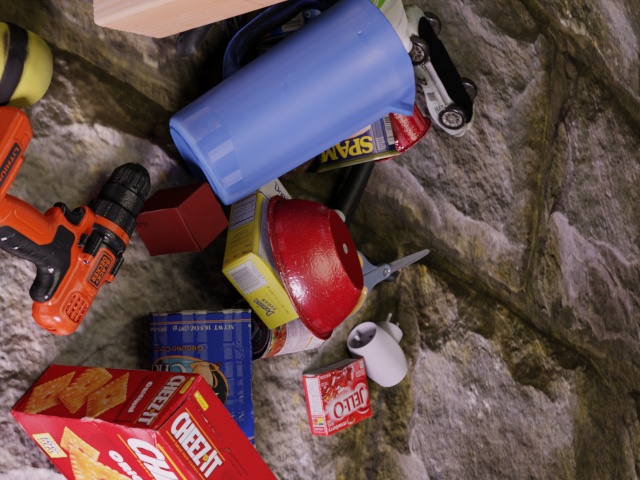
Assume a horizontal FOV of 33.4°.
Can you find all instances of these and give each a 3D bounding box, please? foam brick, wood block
[{"bbox_3d":[-0.141,-0.021,1.067,0.051,0.078,0.053,-45,118,-40],"label":"foam brick"},{"bbox_3d":[-0.119,-0.263,1.022,0.090,0.207,0.090,1,85,-49],"label":"wood block"}]

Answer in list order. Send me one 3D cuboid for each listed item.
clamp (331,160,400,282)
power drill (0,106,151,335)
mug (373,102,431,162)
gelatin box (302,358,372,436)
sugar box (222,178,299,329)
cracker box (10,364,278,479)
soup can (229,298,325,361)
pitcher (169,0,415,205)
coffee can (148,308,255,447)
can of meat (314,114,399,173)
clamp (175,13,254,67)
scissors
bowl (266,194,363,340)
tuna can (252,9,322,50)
[{"bbox_3d":[0.022,0.013,1.281,0.209,0.036,0.164,-38,116,-41],"label":"clamp"},{"bbox_3d":[-0.238,-0.033,0.951,0.187,0.057,0.184,51,53,-44],"label":"power drill"},{"bbox_3d":[0.079,-0.163,1.338,0.081,0.093,0.117,55,18,-23],"label":"mug"},{"bbox_3d":[0.022,0.185,1.267,0.089,0.030,0.073,-13,95,-49],"label":"gelatin box"},{"bbox_3d":[-0.058,0.002,1.132,0.093,0.048,0.176,55,18,-30],"label":"sugar box"},{"bbox_3d":[-0.149,0.190,0.930,0.072,0.214,0.164,-52,123,-34],"label":"cracker box"},{"bbox_3d":[-0.045,0.092,1.173,0.102,0.069,0.068,-5,89,-49],"label":"soup can"},{"bbox_3d":[-0.036,-0.150,1.110,0.242,0.149,0.145,-33,118,-11],"label":"pitcher"},{"bbox_3d":[-0.117,0.140,1.058,0.102,0.103,0.140,3,83,-49],"label":"coffee can"},{"bbox_3d":[0.035,-0.131,1.263,0.057,0.102,0.084,-20,99,-64],"label":"can of meat"},{"bbox_3d":[-0.107,-0.262,1.141,0.120,0.039,0.171,-9,103,-62],"label":"clamp"},{"bbox_3d":[0.067,0.024,1.293,0.201,0.016,0.096,-38,126,-37],"label":"scissors"},{"bbox_3d":[0.003,0.020,1.114,0.162,0.055,0.162,-21,90,-76],"label":"bowl"},{"bbox_3d":[-0.034,-0.241,1.210,0.085,0.086,0.034,-11,92,-49],"label":"tuna can"}]
